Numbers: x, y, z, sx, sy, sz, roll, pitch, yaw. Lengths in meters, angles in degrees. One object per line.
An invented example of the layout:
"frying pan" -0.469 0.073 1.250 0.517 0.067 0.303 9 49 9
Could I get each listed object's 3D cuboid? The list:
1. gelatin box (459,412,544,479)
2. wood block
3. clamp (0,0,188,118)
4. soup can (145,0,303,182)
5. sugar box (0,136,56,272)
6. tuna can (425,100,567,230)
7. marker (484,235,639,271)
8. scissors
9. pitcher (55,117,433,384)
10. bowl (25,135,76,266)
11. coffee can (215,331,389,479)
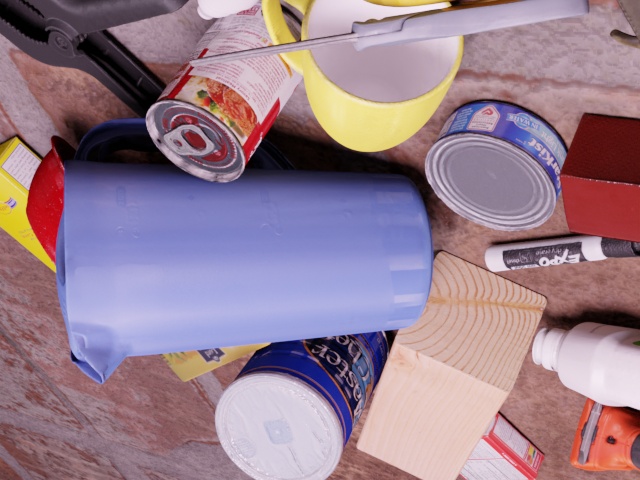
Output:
"gelatin box" 0.149 0.191 0.987 0.073 0.030 0.089 43 147 -23
"wood block" 0.099 0.111 0.855 0.091 0.090 0.206 25 148 9
"clamp" -0.169 -0.144 0.762 0.210 0.036 0.164 21 147 19
"soup can" -0.055 -0.096 0.672 0.068 0.102 0.068 21 148 14
"sugar box" -0.252 -0.015 1.008 0.094 0.048 0.176 -14 127 49
"tuna can" 0.112 -0.047 0.671 0.086 0.033 0.086 22 148 14
"marker" 0.164 0.007 0.718 0.121 0.020 0.020 -8 132 46
"scissors" 0.040 -0.111 0.560 0.202 0.096 0.016 -4 103 23
"pitcher" -0.055 0.001 0.722 0.242 0.145 0.149 -2 107 -12
"bowl" -0.193 -0.006 0.880 0.162 0.055 0.162 55 180 0
"coffee can" -0.011 0.118 0.863 0.103 0.140 0.103 8 116 17
